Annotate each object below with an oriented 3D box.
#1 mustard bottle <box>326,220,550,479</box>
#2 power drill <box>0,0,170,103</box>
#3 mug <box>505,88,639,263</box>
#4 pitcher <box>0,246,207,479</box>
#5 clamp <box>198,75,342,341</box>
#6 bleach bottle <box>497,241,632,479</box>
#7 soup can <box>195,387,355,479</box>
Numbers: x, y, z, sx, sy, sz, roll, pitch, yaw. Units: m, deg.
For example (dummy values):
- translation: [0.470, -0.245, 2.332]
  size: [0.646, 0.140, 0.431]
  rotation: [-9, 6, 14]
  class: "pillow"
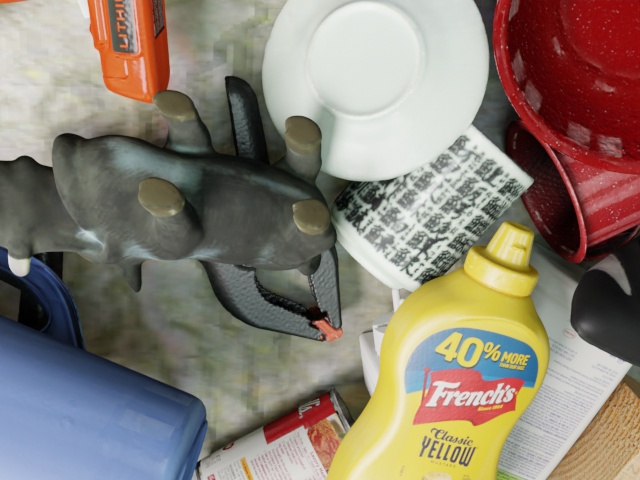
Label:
- translation: [0.077, 0.079, 0.610]
  size: [0.096, 0.058, 0.192]
  rotation: [16, 106, -16]
  class: "mustard bottle"
- translation: [-0.176, -0.109, 0.560]
  size: [0.187, 0.057, 0.184]
  rotation: [-1, 115, 0]
  class: "power drill"
- translation: [0.172, -0.036, 0.646]
  size: [0.081, 0.093, 0.117]
  rotation: [-24, 128, -6]
  class: "mug"
- translation: [-0.183, 0.085, 0.551]
  size: [0.243, 0.145, 0.149]
  rotation: [19, 101, 1]
  class: "pitcher"
- translation: [-0.054, 0.001, 0.644]
  size: [0.120, 0.039, 0.171]
  rotation: [-30, 105, 8]
  class: "clamp"
- translation: [0.108, 0.129, 0.705]
  size: [0.102, 0.068, 0.251]
  rotation: [28, 105, -18]
  class: "bleach bottle"
- translation: [-0.020, 0.148, 0.685]
  size: [0.102, 0.068, 0.068]
  rotation: [-28, 112, 1]
  class: "soup can"
